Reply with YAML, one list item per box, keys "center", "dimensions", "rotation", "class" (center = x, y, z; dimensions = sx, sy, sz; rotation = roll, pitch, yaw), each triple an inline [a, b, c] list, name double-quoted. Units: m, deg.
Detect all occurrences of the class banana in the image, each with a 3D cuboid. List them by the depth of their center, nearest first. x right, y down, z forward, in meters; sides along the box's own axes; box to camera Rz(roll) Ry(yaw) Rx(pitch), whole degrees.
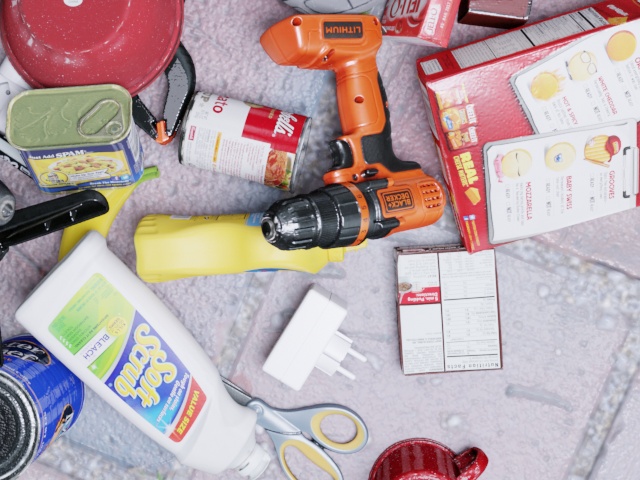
- center: [-0.200, 0.022, 0.949]
  dimensions: [0.069, 0.037, 0.198]
  rotation: [15, 96, 2]
  class: "banana"

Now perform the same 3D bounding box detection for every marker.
- center: [-0.280, -0.081, 0.953]
  dimensions: [0.121, 0.020, 0.020]
  rotation: [34, 96, 0]
  class: "marker"

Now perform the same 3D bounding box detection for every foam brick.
- center: [0.147, -0.207, 0.888]
  dimensions: [0.053, 0.078, 0.051]
  rotation: [7, 95, 0]
  class: "foam brick"

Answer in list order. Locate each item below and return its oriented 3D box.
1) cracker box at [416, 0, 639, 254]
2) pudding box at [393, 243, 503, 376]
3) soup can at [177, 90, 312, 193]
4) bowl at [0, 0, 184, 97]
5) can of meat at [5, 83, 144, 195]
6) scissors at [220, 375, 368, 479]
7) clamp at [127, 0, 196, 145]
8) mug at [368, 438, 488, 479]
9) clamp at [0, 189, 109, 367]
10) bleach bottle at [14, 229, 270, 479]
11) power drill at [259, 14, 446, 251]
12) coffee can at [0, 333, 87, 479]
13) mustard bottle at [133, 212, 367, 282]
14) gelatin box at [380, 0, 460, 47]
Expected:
- center: [0.200, -0.098, 0.874]
  dimensions: [0.214, 0.072, 0.164]
  rotation: [-17, 119, 4]
  class: "cracker box"
- center: [0.112, 0.060, 0.935]
  dimensions: [0.090, 0.039, 0.113]
  rotation: [-4, 97, 3]
  class: "pudding box"
- center: [-0.064, -0.085, 0.916]
  dimensions: [0.102, 0.068, 0.068]
  rotation: [14, 96, 2]
  class: "soup can"
- center: [-0.197, -0.194, 0.885]
  dimensions: [0.162, 0.055, 0.162]
  rotation: [0, 87, 3]
  class: "bowl"
- center: [-0.202, -0.082, 0.898]
  dimensions: [0.102, 0.084, 0.057]
  rotation: [-5, 64, -1]
  class: "can of meat"
- center: [-0.038, 0.145, 0.962]
  dimensions: [0.096, 0.016, 0.202]
  rotation: [-40, 92, 5]
  class: "scissors"
- center: [-0.145, -0.172, 0.928]
  dimensions: [0.120, 0.039, 0.171]
  rotation: [-21, 93, 8]
  class: "clamp"
- center: [0.097, 0.221, 0.928]
  dimensions: [0.117, 0.081, 0.093]
  rotation: [-35, 93, 6]
  class: "mug"
- center: [-0.275, -0.002, 0.897]
  dimensions: [0.210, 0.036, 0.164]
  rotation: [30, 78, 40]
  class: "clamp"
- center: [-0.136, 0.111, 0.918]
  dimensions: [0.250, 0.068, 0.102]
  rotation: [43, 91, -11]
  class: "bleach bottle"
- center: [0.010, -0.087, 0.865]
  dimensions: [0.057, 0.184, 0.187]
  rotation: [-18, 84, 48]
  class: "power drill"
- center: [-0.268, 0.142, 0.912]
  dimensions: [0.103, 0.140, 0.103]
  rotation: [0, 95, 3]
  class: "coffee can"
- center: [-0.056, 0.002, 0.909]
  dimensions: [0.191, 0.096, 0.058]
  rotation: [-4, 95, 3]
  class: "mustard bottle"
- center: [0.085, -0.200, 0.885]
  dimensions: [0.030, 0.089, 0.073]
  rotation: [15, 97, -22]
  class: "gelatin box"
